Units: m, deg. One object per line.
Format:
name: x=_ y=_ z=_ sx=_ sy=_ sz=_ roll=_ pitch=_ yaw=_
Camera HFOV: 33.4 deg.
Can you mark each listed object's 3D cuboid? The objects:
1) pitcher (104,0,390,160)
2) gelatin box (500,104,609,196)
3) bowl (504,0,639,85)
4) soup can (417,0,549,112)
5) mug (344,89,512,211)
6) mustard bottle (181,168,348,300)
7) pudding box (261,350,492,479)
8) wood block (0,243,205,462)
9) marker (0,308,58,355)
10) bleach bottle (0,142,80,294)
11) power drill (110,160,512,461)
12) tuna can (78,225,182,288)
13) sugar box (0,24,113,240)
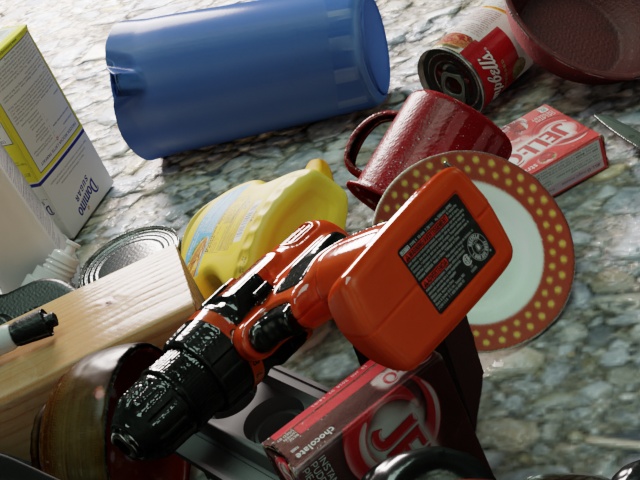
pitcher: x=-0.061 y=-0.158 z=0.984 sx=0.243 sy=0.145 sz=0.149 roll=-8 pitch=47 yaw=17
gelatin box: x=0.152 y=-0.059 z=0.778 sx=0.089 sy=0.030 sz=0.073 roll=-29 pitch=33 yaw=-8
bowl: x=0.210 y=-0.180 z=0.851 sx=0.162 sy=0.055 sz=0.162 roll=5 pitch=62 yaw=-10
soup can: x=0.139 y=-0.157 z=0.895 sx=0.102 sy=0.068 sz=0.069 roll=-41 pitch=36 yaw=-27
mug: x=0.069 y=-0.053 z=0.734 sx=0.117 sy=0.093 sz=0.081 roll=27 pitch=83 yaw=36
mustard bottle: x=-0.055 y=0.001 z=0.764 sx=0.096 sy=0.058 sz=0.192 roll=-62 pitch=22 yaw=-14
pudding box: x=0.035 y=0.117 z=0.517 sx=0.090 sy=0.113 sz=0.039 roll=-35 pitch=30 yaw=-18
wood block: x=-0.164 y=0.098 z=0.694 sx=0.206 sy=0.090 sz=0.091 roll=-26 pitch=31 yaw=-3
marker: x=-0.220 y=0.071 z=0.665 sx=0.121 sy=0.020 sz=0.020 roll=-23 pitch=32 yaw=1
bleach bottle: x=-0.278 y=-0.062 z=0.849 sx=0.068 sy=0.251 sz=0.103 roll=-28 pitch=32 yaw=-8
power drill: x=-0.008 y=0.037 z=0.535 sx=0.184 sy=0.057 sz=0.188 roll=-45 pitch=15 yaw=-34
tuna can: x=-0.144 y=0.027 z=0.837 sx=0.086 sy=0.033 sz=0.086 roll=-17 pitch=33 yaw=11
sugar box: x=-0.257 y=-0.094 z=0.952 sx=0.048 sy=0.176 sz=0.093 roll=-5 pitch=36 yaw=24
